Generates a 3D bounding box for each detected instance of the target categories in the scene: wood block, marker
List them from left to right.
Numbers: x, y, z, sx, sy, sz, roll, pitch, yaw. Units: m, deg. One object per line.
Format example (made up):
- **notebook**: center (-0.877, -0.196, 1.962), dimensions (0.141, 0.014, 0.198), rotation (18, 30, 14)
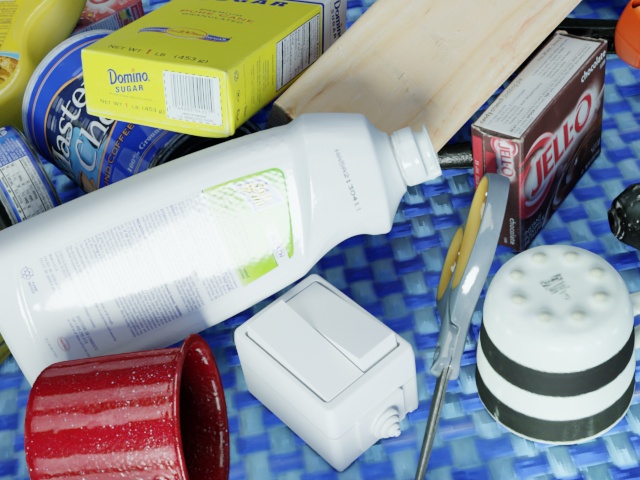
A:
- **marker**: center (0.046, -0.051, 0.714), dimensions (0.121, 0.020, 0.020), rotation (-7, 45, 3)
- **wood block**: center (0.069, -0.115, 0.665), dimensions (0.090, 0.091, 0.206), rotation (44, 79, 0)

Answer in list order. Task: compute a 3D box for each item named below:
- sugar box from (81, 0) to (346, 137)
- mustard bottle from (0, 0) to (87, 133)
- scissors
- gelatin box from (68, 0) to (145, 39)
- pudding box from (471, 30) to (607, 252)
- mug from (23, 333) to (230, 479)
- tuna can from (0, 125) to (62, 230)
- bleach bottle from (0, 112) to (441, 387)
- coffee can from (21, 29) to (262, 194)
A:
- **sugar box**: center (-0.057, -0.120, 0.650), dimensions (0.093, 0.048, 0.176), rotation (12, 34, 18)
- **mustard bottle**: center (-0.244, -0.121, 0.790), dimensions (0.096, 0.058, 0.191), rotation (0, 57, 23)
- **scissors**: center (0.068, 0.060, 0.591), dimensions (0.016, 0.096, 0.201), rotation (18, 79, -1)
- **gelatin box**: center (-0.198, -0.194, 0.889), dimensions (0.073, 0.030, 0.089), rotation (-31, 49, -19)
- **pudding box**: center (0.136, -0.062, 0.660), dimensions (0.039, 0.090, 0.113), rotation (21, 52, 28)
- **mug**: center (-0.098, 0.106, 0.534), dimensions (0.081, 0.093, 0.117), rotation (-8, 37, 9)
- **tuna can**: center (-0.195, -0.030, 0.688), dimensions (0.033, 0.086, 0.086), rotation (-29, 48, -21)
- **bleach bottle**: center (-0.054, 0.001, 0.585), dimensions (0.251, 0.102, 0.068), rotation (-20, 20, 7)
- **coffee can**: center (-0.115, -0.064, 0.695), dimensions (0.102, 0.103, 0.140), rotation (-35, 50, -23)
